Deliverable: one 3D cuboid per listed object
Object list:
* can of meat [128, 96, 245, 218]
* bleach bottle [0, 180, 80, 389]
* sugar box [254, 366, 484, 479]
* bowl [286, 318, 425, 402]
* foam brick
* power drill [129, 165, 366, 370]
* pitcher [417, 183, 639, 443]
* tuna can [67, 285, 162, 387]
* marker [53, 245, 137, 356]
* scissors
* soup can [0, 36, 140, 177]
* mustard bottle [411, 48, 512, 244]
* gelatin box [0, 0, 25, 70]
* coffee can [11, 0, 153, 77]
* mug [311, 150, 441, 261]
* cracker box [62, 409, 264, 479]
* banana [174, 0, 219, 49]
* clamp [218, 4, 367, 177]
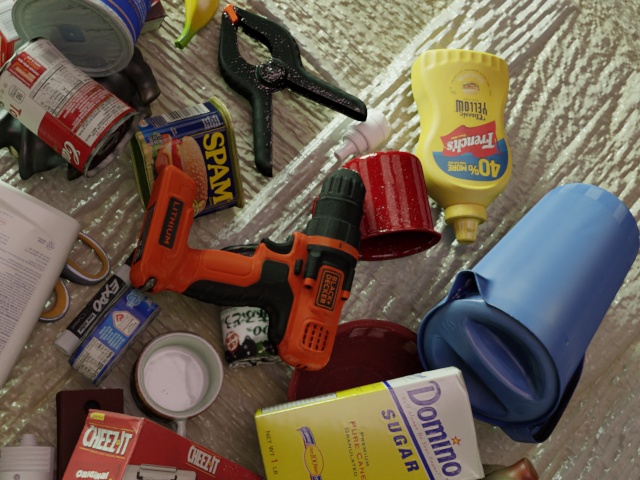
[{"bbox_3d":[-0.120,-0.067,0.950,0.083,0.057,0.102,-18,122,-18],"label":"can of meat"},{"bbox_3d":[-0.294,0.077,0.864,0.102,0.068,0.251,28,79,-14],"label":"bleach bottle"},{"bbox_3d":[0.040,0.168,0.886,0.176,0.048,0.093,-13,90,-1],"label":"sugar box"},{"bbox_3d":[0.040,0.154,0.962,0.162,0.055,0.162,4,75,-16],"label":"bowl"},{"bbox_3d":[-0.192,0.164,0.889,0.053,0.051,0.078,0,76,-18],"label":"foam brick"},{"bbox_3d":[-0.056,0.001,0.908,0.187,0.057,0.184,19,70,-16],"label":"power drill"},{"bbox_3d":[0.204,0.057,0.978,0.145,0.149,0.242,35,47,13],"label":"pitcher"},{"bbox_3d":[-0.173,0.080,0.898,0.034,0.086,0.086,39,68,-3],"label":"tuna can"},{"bbox_3d":[-0.188,0.049,0.937,0.020,0.020,0.121,40,69,-4],"label":"marker"},{"bbox_3d":[-0.282,0.001,0.922,0.201,0.016,0.096,24,70,-10],"label":"scissors"},{"bbox_3d":[-0.207,-0.109,0.870,0.102,0.069,0.068,39,68,1],"label":"soup can"},{"bbox_3d":[0.141,-0.091,1.055,0.096,0.058,0.191,4,75,-15],"label":"mustard bottle"},{"bbox_3d":[-0.288,-0.200,0.942,0.030,0.073,0.089,-31,86,-23],"label":"gelatin box"},{"bbox_3d":[-0.189,-0.225,0.908,0.102,0.103,0.140,21,59,-11],"label":"coffee can"},{"bbox_3d":[0.049,-0.031,1.002,0.117,0.093,0.081,-11,73,8],"label":"mug"},{"bbox_3d":[-0.145,0.259,0.829,0.164,0.072,0.213,40,61,-47],"label":"cracker box"},{"bbox_3d":[-0.144,-0.285,1.028,0.069,0.037,0.198,-22,84,-23],"label":"banana"},{"bbox_3d":[-0.051,-0.145,1.017,0.120,0.039,0.171,-39,79,-18],"label":"clamp"}]
